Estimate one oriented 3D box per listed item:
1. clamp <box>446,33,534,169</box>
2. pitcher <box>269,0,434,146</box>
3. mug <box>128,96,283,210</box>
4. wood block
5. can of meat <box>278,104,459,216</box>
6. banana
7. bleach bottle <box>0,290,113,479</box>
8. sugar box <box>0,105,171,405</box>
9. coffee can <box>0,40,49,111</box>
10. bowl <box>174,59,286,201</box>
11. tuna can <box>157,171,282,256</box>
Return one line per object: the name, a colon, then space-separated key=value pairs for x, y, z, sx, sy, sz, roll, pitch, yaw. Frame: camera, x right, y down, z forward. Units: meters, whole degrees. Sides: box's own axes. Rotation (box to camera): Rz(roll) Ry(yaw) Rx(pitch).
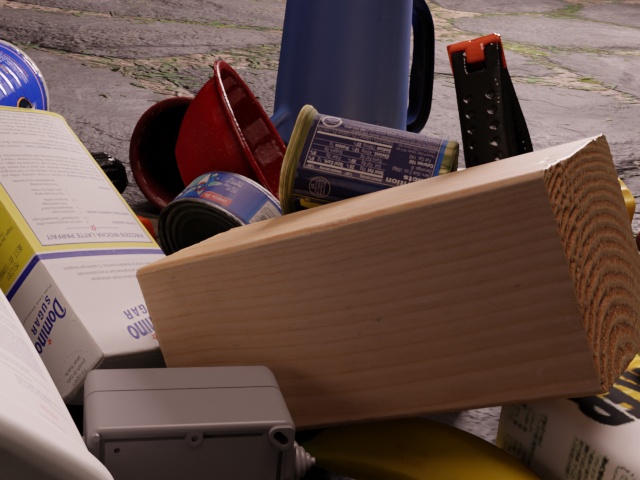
clamp: x=0.108 y=-0.006 z=0.579 sx=0.036 sy=0.210 sz=0.164 roll=-11 pitch=7 yaw=19
pitcher: x=0.034 y=-0.201 z=0.998 sx=0.145 sy=0.243 sz=0.149 roll=8 pitch=13 yaw=10
mug: x=-0.079 y=-0.069 z=0.832 sx=0.117 sy=0.093 sz=0.081 roll=5 pitch=14 yaw=16
wood block: x=0.031 y=0.026 z=0.486 sx=0.206 sy=0.091 sz=0.090 roll=-14 pitch=7 yaw=33
can of meat: x=0.028 y=-0.022 z=0.582 sx=0.084 sy=0.102 sz=0.057 roll=13 pitch=64 yaw=11
banana: x=0.063 y=0.117 z=0.442 sx=0.198 sy=0.037 sz=0.069 roll=23 pitch=62 yaw=44
bleach bottle: x=-0.162 y=0.037 z=0.443 sx=0.102 sy=0.068 sz=0.251 roll=43 pitch=1 yaw=-35
sugar box: x=-0.135 y=0.003 z=0.556 sx=0.093 sy=0.048 sz=0.176 roll=-1 pitch=49 yaw=-55
coffee can: x=-0.281 y=-0.096 z=0.832 sx=0.103 sy=0.103 sz=0.140 roll=6 pitch=20 yaw=1
bowl: x=-0.051 y=-0.039 z=0.722 sx=0.055 sy=0.162 sz=0.162 roll=-28 pitch=18 yaw=9
tuna can: x=-0.054 y=0.001 z=0.645 sx=0.086 sy=0.086 sz=0.033 roll=17 pitch=46 yaw=27
